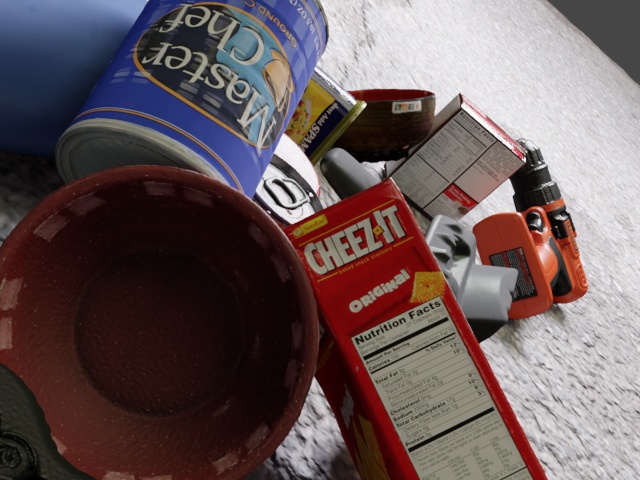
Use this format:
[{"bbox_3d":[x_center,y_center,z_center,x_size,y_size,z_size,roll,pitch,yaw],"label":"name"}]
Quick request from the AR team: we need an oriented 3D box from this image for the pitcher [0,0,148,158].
[{"bbox_3d":[-0.177,-0.121,0.608,0.242,0.149,0.145,9,43,-57],"label":"pitcher"}]

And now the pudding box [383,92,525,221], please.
[{"bbox_3d":[0.131,-0.076,1.051,0.090,0.114,0.039,39,26,-16],"label":"pudding box"}]

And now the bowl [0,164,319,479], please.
[{"bbox_3d":[-0.082,0.046,0.524,0.162,0.162,0.055,46,-4,0],"label":"bowl"}]

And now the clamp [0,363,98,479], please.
[{"bbox_3d":[-0.129,0.103,0.458,0.171,0.039,0.120,55,29,17],"label":"clamp"}]

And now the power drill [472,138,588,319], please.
[{"bbox_3d":[0.214,-0.008,1.089,0.187,0.057,0.184,-26,95,-61],"label":"power drill"}]

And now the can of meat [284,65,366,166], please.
[{"bbox_3d":[-0.028,-0.097,0.848,0.084,0.102,0.057,40,8,-6],"label":"can of meat"}]

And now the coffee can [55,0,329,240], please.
[{"bbox_3d":[-0.066,-0.078,0.581,0.102,0.103,0.140,36,57,-21],"label":"coffee can"}]

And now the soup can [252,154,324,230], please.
[{"bbox_3d":[-0.054,0.001,0.657,0.068,0.102,0.068,36,27,-21],"label":"soup can"}]

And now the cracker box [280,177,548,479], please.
[{"bbox_3d":[0.046,0.093,0.578,0.214,0.072,0.164,63,-10,10],"label":"cracker box"}]
